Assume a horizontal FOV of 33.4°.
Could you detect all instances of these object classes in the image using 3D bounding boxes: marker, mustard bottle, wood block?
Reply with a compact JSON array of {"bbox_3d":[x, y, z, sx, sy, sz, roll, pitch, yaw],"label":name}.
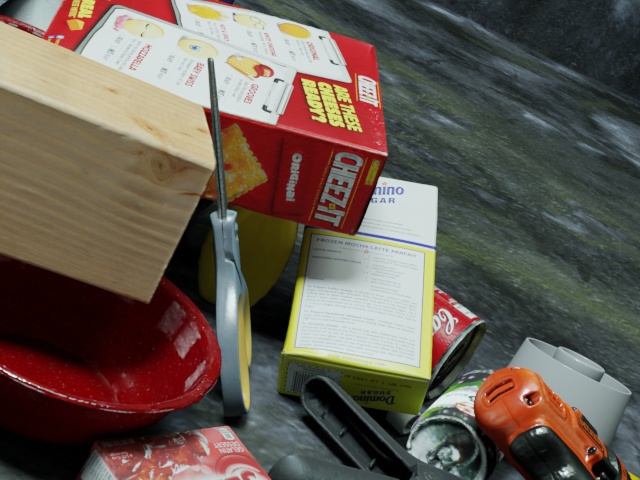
[{"bbox_3d":[0.020,0.085,0.723,0.121,0.020,0.020,41,24,30],"label":"marker"},{"bbox_3d":[-0.043,-0.025,0.792,0.058,0.096,0.191,24,20,-5],"label":"mustard bottle"},{"bbox_3d":[-0.168,-0.056,0.546,0.205,0.091,0.090,20,22,-20],"label":"wood block"}]

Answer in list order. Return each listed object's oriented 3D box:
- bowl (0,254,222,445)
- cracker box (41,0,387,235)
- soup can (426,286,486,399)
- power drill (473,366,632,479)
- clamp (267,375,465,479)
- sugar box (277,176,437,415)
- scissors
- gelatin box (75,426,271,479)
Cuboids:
[{"bbox_3d":[-0.134,0.054,0.544,0.162,0.055,0.162,25,21,-10],"label":"bowl"},{"bbox_3d":[-0.071,-0.093,0.692,0.213,0.072,0.164,14,33,-10],"label":"cracker box"},{"bbox_3d":[0.060,0.057,0.772,0.102,0.069,0.068,37,22,22],"label":"soup can"},{"bbox_3d":[0.164,0.178,0.595,0.184,0.057,0.188,45,15,-30],"label":"power drill"},{"bbox_3d":[0.049,0.139,0.606,0.171,0.039,0.120,32,24,-10],"label":"clamp"},{"bbox_3d":[0.029,0.028,0.716,0.093,0.048,0.176,10,43,-1],"label":"sugar box"},{"bbox_3d":[-0.054,0.001,0.629,0.016,0.202,0.096,-3,-1,0],"label":"scissors"},{"bbox_3d":[-0.060,0.125,0.508,0.089,0.030,0.073,5,31,-47],"label":"gelatin box"}]
